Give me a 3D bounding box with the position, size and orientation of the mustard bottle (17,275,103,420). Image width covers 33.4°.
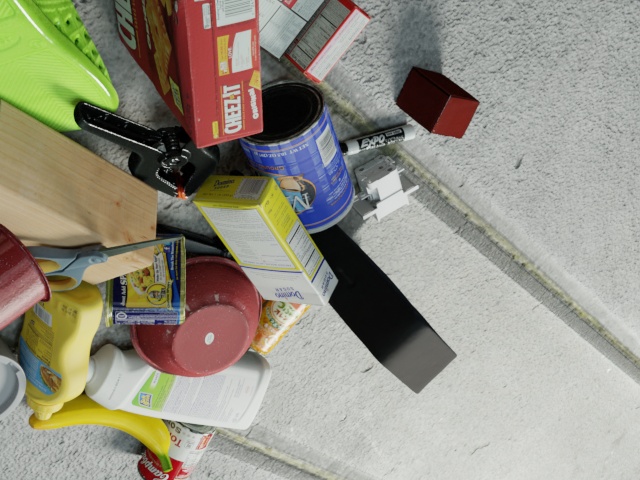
[{"bbox_3d":[-0.291,0.120,1.165,0.058,0.096,0.192,-19,136,-47],"label":"mustard bottle"}]

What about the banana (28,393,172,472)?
[{"bbox_3d":[-0.256,0.220,1.295,0.197,0.069,0.037,25,136,-29],"label":"banana"}]

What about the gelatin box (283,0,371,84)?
[{"bbox_3d":[0.001,-0.217,1.111,0.030,0.073,0.089,27,106,-44],"label":"gelatin box"}]

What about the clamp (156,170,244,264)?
[{"bbox_3d":[-0.118,0.009,1.240,0.120,0.039,0.171,-25,128,-7],"label":"clamp"}]

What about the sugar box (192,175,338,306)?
[{"bbox_3d":[-0.058,0.001,1.184,0.176,0.093,0.048,56,50,-42],"label":"sugar box"}]

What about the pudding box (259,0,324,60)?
[{"bbox_3d":[-0.058,-0.246,1.074,0.113,0.039,0.090,29,105,-43],"label":"pudding box"}]

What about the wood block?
[{"bbox_3d":[-0.263,-0.041,1.036,0.091,0.090,0.205,-18,148,31],"label":"wood block"}]

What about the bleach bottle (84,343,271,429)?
[{"bbox_3d":[-0.186,0.167,1.302,0.250,0.068,0.102,17,98,-37],"label":"bleach bottle"}]

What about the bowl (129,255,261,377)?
[{"bbox_3d":[-0.134,0.100,1.225,0.161,0.055,0.162,-11,120,-20],"label":"bowl"}]

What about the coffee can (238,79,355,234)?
[{"bbox_3d":[-0.027,-0.090,1.174,0.102,0.103,0.140,-31,136,-10],"label":"coffee can"}]

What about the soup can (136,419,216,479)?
[{"bbox_3d":[-0.185,0.265,1.378,0.068,0.069,0.102,13,115,-41],"label":"soup can"}]

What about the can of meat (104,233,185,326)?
[{"bbox_3d":[-0.189,0.041,1.153,0.084,0.102,0.057,1,162,-9],"label":"can of meat"}]

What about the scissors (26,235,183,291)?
[{"bbox_3d":[-0.218,0.022,1.043,0.202,0.016,0.096,-4,155,9],"label":"scissors"}]

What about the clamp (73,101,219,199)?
[{"bbox_3d":[-0.140,-0.099,1.072,0.164,0.036,0.210,-12,158,1],"label":"clamp"}]

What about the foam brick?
[{"bbox_3d":[0.137,-0.161,1.249,0.052,0.078,0.051,7,118,-38],"label":"foam brick"}]

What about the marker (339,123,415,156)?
[{"bbox_3d":[0.058,-0.117,1.272,0.121,0.020,0.020,-17,132,-23],"label":"marker"}]

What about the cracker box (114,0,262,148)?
[{"bbox_3d":[-0.124,-0.206,0.932,0.072,0.214,0.164,-17,132,-21],"label":"cracker box"}]

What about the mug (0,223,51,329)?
[{"bbox_3d":[-0.313,0.032,0.965,0.081,0.117,0.093,-40,-177,-29],"label":"mug"}]
